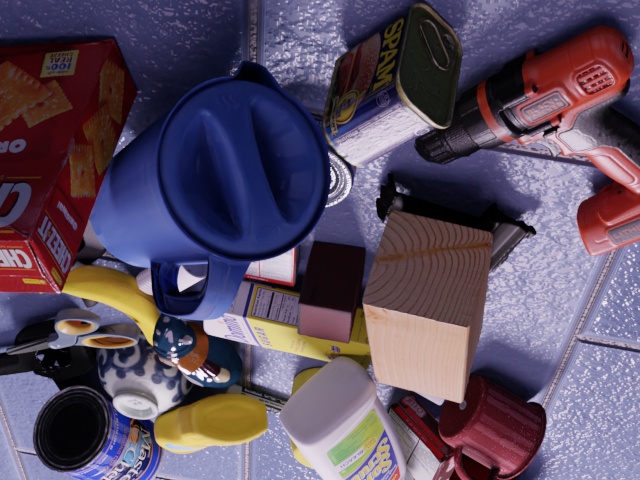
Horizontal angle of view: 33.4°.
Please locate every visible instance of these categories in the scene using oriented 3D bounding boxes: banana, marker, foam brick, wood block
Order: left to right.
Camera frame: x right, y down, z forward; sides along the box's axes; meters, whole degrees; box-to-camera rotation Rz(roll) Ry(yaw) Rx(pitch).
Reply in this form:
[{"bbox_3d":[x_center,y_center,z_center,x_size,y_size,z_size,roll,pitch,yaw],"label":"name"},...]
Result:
[{"bbox_3d":[-0.201,0.067,1.113,0.070,0.037,0.197,-14,148,28],"label":"banana"},{"bbox_3d":[-0.053,0.195,1.262,0.121,0.020,0.020,20,141,-10],"label":"marker"},{"bbox_3d":[0.010,0.049,1.016,0.053,0.078,0.051,10,142,7],"label":"foam brick"},{"bbox_3d":[0.097,0.065,0.958,0.091,0.090,0.206,14,157,12],"label":"wood block"}]

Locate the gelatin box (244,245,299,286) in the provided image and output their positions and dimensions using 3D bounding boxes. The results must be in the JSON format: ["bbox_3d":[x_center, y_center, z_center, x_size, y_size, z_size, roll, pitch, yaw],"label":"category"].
[{"bbox_3d":[-0.057,0.001,1.014,0.073,0.030,0.089,10,141,5],"label":"gelatin box"}]

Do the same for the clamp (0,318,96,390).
[{"bbox_3d":[-0.313,0.147,1.259,0.164,0.036,0.210,27,140,-24],"label":"clamp"}]

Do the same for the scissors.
[{"bbox_3d":[-0.286,0.099,1.136,0.202,0.016,0.096,-6,151,25],"label":"scissors"}]

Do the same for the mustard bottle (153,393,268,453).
[{"bbox_3d":[-0.143,0.220,1.264,0.096,0.058,0.192,0,166,-29],"label":"mustard bottle"}]

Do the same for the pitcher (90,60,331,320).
[{"bbox_3d":[-0.105,-0.030,0.846,0.145,0.149,0.243,56,155,-11],"label":"pitcher"}]

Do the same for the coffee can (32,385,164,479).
[{"bbox_3d":[-0.264,0.242,1.282,0.103,0.103,0.140,-3,156,19],"label":"coffee can"}]

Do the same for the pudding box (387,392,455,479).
[{"bbox_3d":[0.108,0.240,1.216,0.090,0.039,0.114,48,145,27],"label":"pudding box"}]

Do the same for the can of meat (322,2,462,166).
[{"bbox_3d":[0.052,-0.113,0.787,0.057,0.102,0.084,36,138,-28],"label":"can of meat"}]

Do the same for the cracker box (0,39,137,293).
[{"bbox_3d":[-0.255,-0.064,0.840,0.164,0.213,0.072,0,140,15],"label":"cracker box"}]

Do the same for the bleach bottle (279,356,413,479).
[{"bbox_3d":[0.049,0.227,1.132,0.102,0.068,0.250,-41,138,-7],"label":"bleach bottle"}]

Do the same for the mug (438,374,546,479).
[{"bbox_3d":[0.176,0.207,1.140,0.081,0.117,0.093,31,157,-15],"label":"mug"}]

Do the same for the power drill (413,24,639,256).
[{"bbox_3d":[0.192,-0.066,0.839,0.185,0.057,0.187,-24,129,37],"label":"power drill"}]

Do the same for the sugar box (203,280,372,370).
[{"bbox_3d":[-0.030,0.084,1.082,0.176,0.048,0.093,10,158,0],"label":"sugar box"}]
